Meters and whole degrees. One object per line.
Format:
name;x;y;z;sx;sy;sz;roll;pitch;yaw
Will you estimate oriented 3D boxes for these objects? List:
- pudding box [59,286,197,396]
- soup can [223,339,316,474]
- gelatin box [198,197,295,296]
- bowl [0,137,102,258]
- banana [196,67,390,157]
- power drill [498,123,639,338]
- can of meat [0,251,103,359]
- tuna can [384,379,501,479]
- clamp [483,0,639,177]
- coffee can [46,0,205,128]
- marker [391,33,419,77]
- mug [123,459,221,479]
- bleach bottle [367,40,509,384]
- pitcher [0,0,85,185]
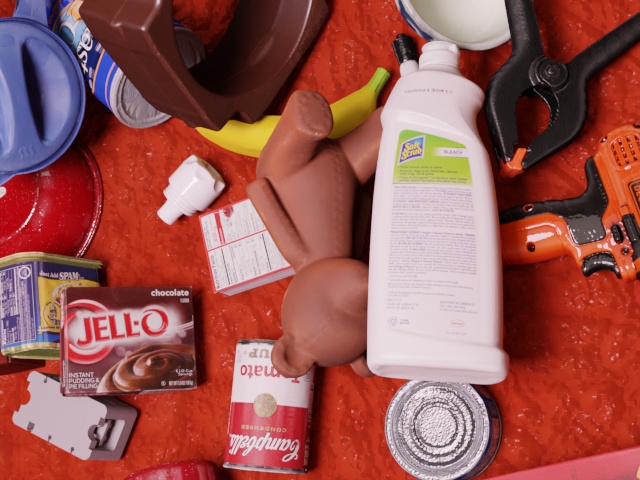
pudding box;-0.165;0.086;0.911;0.113;0.039;0.090;1;76;-21
soup can;-0.040;0.134;0.862;0.069;0.068;0.102;0;78;24
gelatin box;-0.056;0.001;0.919;0.089;0.030;0.073;-20;73;19
bowl;-0.289;-0.037;1.017;0.162;0.055;0.162;-5;76;22
banana;-0.033;-0.102;0.930;0.198;0.037;0.069;-5;59;22
power drill;0.188;0.023;0.793;0.188;0.057;0.184;-20;67;16
can of meat;-0.238;0.060;0.947;0.058;0.101;0.084;-15;76;30
tuna can;0.093;0.144;0.820;0.086;0.033;0.086;-5;77;23
clamp;0.183;-0.126;0.816;0.120;0.039;0.171;12;81;7
coffee can;-0.188;-0.183;0.977;0.140;0.102;0.103;41;97;26
marker;0.081;-0.118;0.890;0.020;0.020;0.121;-19;71;19
mug;-0.122;0.232;0.874;0.117;0.093;0.081;-43;53;50
bleach bottle;0.090;-0.026;0.777;0.102;0.068;0.251;3;73;6
pitcher;-0.327;-0.150;0.984;0.149;0.145;0.243;-41;34;-26
